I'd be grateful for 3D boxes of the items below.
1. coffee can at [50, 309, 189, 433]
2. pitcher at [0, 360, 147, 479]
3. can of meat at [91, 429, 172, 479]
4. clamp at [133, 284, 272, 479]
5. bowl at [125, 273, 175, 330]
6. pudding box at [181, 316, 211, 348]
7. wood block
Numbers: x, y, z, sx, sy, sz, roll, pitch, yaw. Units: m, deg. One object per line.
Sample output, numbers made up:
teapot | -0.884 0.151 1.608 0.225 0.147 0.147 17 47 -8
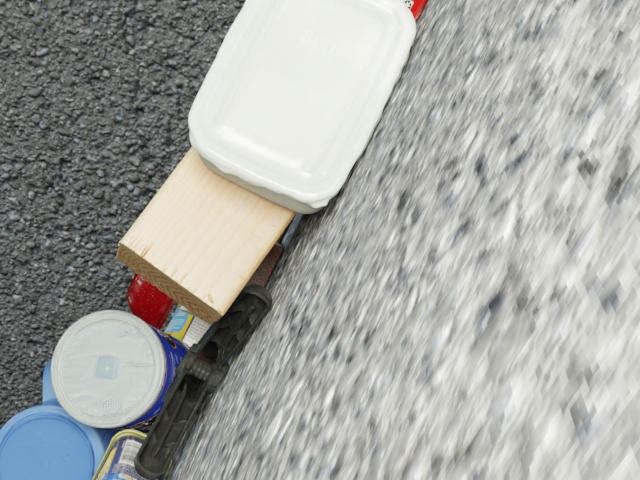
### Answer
coffee can | -0.177 0.125 0.991 0.103 0.103 0.140 -63 -12 -8
pitcher | -0.254 0.210 1.081 0.145 0.149 0.243 -55 -4 -8
can of meat | -0.172 0.226 0.908 0.102 0.057 0.084 -62 8 16
clamp | -0.102 0.114 0.873 0.164 0.036 0.210 -57 5 -11
bowl | -0.199 0.040 1.335 0.162 0.055 0.162 -60 11 19
pudding box | -0.119 0.086 1.149 0.090 0.039 0.114 -64 6 -13
wood block | -0.055 -0.048 0.804 0.206 0.091 0.090 -55 5 -14
